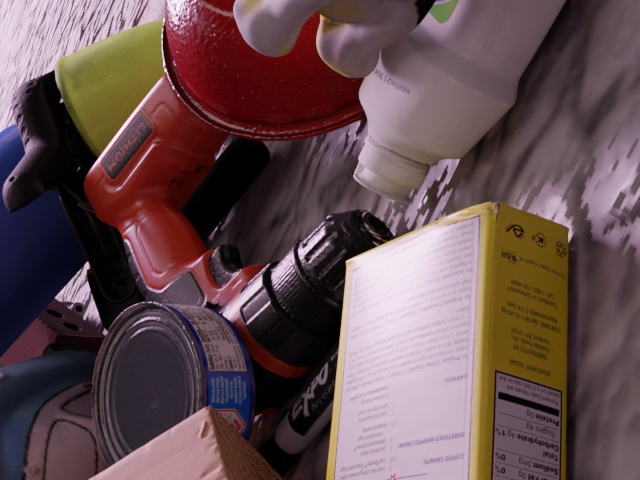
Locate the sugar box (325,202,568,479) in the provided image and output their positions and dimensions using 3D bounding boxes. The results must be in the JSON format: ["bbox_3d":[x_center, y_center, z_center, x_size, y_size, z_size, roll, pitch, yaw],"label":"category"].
[{"bbox_3d":[0.043,0.082,0.382,0.094,0.048,0.176,-26,54,53],"label":"sugar box"}]

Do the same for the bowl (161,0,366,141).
[{"bbox_3d":[-0.016,-0.131,0.524,0.162,0.055,0.162,-9,62,17],"label":"bowl"}]

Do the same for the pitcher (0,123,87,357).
[{"bbox_3d":[-0.254,0.021,0.707,0.242,0.145,0.149,-50,-7,-34],"label":"pitcher"}]

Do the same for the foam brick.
[{"bbox_3d":[-0.208,0.077,0.802,0.078,0.052,0.051,29,100,34],"label":"foam brick"}]

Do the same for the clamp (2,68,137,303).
[{"bbox_3d":[-0.165,-0.051,0.663,0.039,0.120,0.171,-25,59,2],"label":"clamp"}]

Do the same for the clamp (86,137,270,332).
[{"bbox_3d":[-0.105,0.030,0.693,0.210,0.036,0.164,-15,60,55],"label":"clamp"}]

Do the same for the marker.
[{"bbox_3d":[0.002,0.072,0.489,0.121,0.020,0.020,-54,31,28],"label":"marker"}]

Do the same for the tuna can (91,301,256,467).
[{"bbox_3d":[-0.069,0.072,0.493,0.086,0.033,0.086,-8,79,45],"label":"tuna can"}]

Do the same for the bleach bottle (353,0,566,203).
[{"bbox_3d":[0.076,-0.136,0.450,0.251,0.068,0.103,-65,27,14],"label":"bleach bottle"}]

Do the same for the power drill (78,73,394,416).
[{"bbox_3d":[-0.054,0.001,0.557,0.185,0.057,0.188,-45,49,27],"label":"power drill"}]
